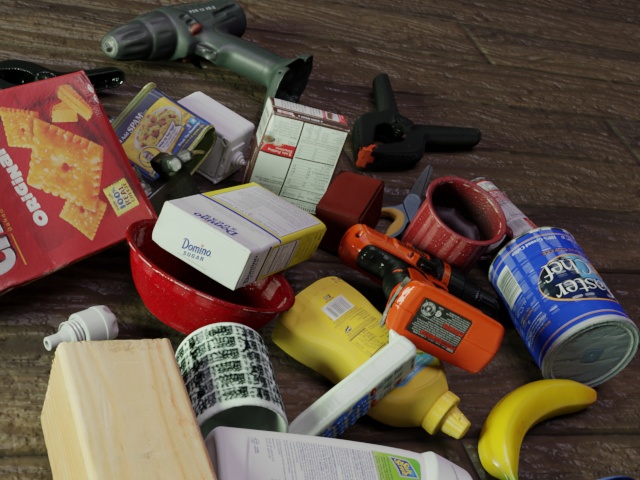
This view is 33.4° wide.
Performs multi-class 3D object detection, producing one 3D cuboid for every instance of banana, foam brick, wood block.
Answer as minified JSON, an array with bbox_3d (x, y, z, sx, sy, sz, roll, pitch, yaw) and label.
[{"bbox_3d":[0.195,0.170,0.992,0.069,0.037,0.197,49,41,6],"label":"banana"},{"bbox_3d":[0.030,-0.029,1.134,0.051,0.053,0.078,16,39,15],"label":"foam brick"},{"bbox_3d":[-0.132,0.175,0.756,0.090,0.091,0.206,1,41,-27],"label":"wood block"}]

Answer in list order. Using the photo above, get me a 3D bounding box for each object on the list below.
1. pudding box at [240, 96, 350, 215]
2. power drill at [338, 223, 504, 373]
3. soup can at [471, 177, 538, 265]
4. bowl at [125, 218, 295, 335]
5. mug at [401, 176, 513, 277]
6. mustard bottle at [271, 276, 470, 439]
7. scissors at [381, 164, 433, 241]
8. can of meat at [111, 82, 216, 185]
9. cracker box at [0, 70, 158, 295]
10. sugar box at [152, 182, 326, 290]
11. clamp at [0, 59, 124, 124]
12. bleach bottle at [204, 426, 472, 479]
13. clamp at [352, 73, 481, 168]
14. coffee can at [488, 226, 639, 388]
[{"bbox_3d":[-0.028,-0.088,1.143,0.090,0.114,0.039,12,32,-15],"label":"pudding box"},{"bbox_3d":[0.111,0.059,1.018,0.184,0.057,0.188,25,10,-14],"label":"power drill"},{"bbox_3d":[0.198,-0.014,1.207,0.068,0.069,0.102,-10,47,-38],"label":"soup can"},{"bbox_3d":[-0.106,0.043,0.950,0.162,0.055,0.162,23,16,-7],"label":"bowl"},{"bbox_3d":[0.148,-0.005,1.134,0.117,0.082,0.093,10,47,-21],"label":"mug"},{"bbox_3d":[0.054,0.114,0.967,0.192,0.058,0.096,36,39,20],"label":"mustard bottle"},{"bbox_3d":[0.118,-0.030,1.229,0.096,0.016,0.201,36,38,16],"label":"scissors"},{"bbox_3d":[-0.169,-0.099,1.104,0.084,0.057,0.102,33,70,10],"label":"can of meat"},{"bbox_3d":[-0.264,-0.047,0.933,0.213,0.072,0.164,-27,92,-49],"label":"cracker box"},{"bbox_3d":[-0.070,-0.007,0.978,0.093,0.048,0.176,30,20,16],"label":"sugar box"},{"bbox_3d":[-0.292,-0.156,1.156,0.171,0.039,0.120,1,35,-18],"label":"clamp"},{"bbox_3d":[0.030,0.206,0.828,0.250,0.068,0.102,11,48,-22],"label":"bleach bottle"},{"bbox_3d":[0.093,-0.145,1.350,0.165,0.036,0.209,37,38,19],"label":"clamp"},{"bbox_3d":[0.246,0.069,1.091,0.102,0.103,0.140,4,39,-24],"label":"coffee can"}]
